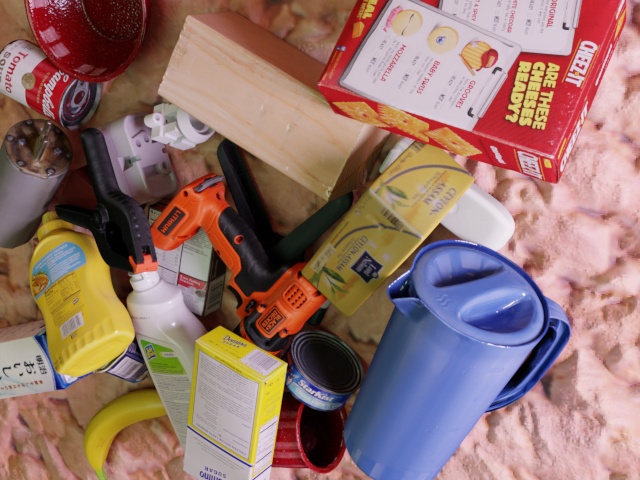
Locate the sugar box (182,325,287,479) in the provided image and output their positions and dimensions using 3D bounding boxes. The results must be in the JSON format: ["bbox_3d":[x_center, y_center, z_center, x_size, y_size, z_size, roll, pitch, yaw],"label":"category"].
[{"bbox_3d":[-0.091,0.186,1.111,0.093,0.048,0.176,27,127,27],"label":"sugar box"}]

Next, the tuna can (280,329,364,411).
[{"bbox_3d":[0.001,0.136,1.117,0.086,0.086,0.034,40,124,11],"label":"tuna can"}]

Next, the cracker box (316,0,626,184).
[{"bbox_3d":[0.129,-0.159,0.904,0.214,0.072,0.164,21,79,21],"label":"cracker box"}]

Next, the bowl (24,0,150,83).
[{"bbox_3d":[-0.234,-0.251,1.126,0.162,0.055,0.162,10,113,26],"label":"bowl"}]

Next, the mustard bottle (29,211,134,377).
[{"bbox_3d":[-0.275,0.048,1.184,0.096,0.058,0.192,-35,62,19],"label":"mustard bottle"}]

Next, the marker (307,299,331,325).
[{"bbox_3d":[0.013,0.042,1.115,0.020,0.020,0.121,35,121,14],"label":"marker"}]

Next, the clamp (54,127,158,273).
[{"bbox_3d":[-0.221,-0.036,1.122,0.172,0.039,0.120,39,128,32],"label":"clamp"}]

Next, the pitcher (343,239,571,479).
[{"bbox_3d":[0.119,0.129,1.023,0.149,0.144,0.243,37,131,17],"label":"pitcher"}]

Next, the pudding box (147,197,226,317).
[{"bbox_3d":[-0.151,0.019,1.189,0.090,0.039,0.113,21,115,21],"label":"pudding box"}]

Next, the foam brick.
[{"bbox_3d":[-0.247,-0.044,1.210,0.078,0.052,0.051,40,122,11],"label":"foam brick"}]

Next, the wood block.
[{"bbox_3d":[-0.041,-0.134,1.036,0.206,0.090,0.090,33,115,15],"label":"wood block"}]

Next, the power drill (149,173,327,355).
[{"bbox_3d":[-0.096,0.038,1.111,0.187,0.057,0.185,47,124,4],"label":"power drill"}]

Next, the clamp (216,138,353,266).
[{"bbox_3d":[-0.057,0.001,1.129,0.165,0.036,0.210,31,124,23],"label":"clamp"}]

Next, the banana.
[{"bbox_3d":[-0.244,0.228,1.321,0.069,0.037,0.198,38,125,-8],"label":"banana"}]

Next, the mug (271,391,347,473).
[{"bbox_3d":[-0.030,0.193,1.159,0.082,0.093,0.117,-8,87,36],"label":"mug"}]

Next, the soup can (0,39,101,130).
[{"bbox_3d":[-0.304,-0.174,1.186,0.102,0.068,0.069,28,119,19],"label":"soup can"}]

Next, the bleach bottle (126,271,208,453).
[{"bbox_3d":[-0.145,0.139,1.185,0.103,0.068,0.251,-5,116,36],"label":"bleach bottle"}]

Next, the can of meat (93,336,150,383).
[{"bbox_3d":[-0.241,0.113,1.230,0.057,0.083,0.102,-44,62,1],"label":"can of meat"}]
